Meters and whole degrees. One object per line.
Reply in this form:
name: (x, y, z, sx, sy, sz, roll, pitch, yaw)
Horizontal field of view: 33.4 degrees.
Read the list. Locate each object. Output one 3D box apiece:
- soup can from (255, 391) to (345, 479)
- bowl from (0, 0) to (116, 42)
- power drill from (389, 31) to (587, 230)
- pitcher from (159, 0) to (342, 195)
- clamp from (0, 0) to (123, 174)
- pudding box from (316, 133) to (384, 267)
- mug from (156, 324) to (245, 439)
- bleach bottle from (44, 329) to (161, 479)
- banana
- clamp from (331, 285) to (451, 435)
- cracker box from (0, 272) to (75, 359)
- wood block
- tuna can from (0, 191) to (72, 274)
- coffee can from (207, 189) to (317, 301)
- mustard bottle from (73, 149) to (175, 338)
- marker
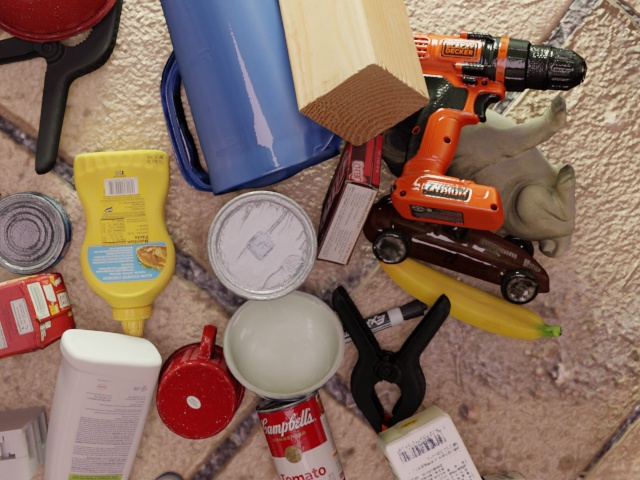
soup can: (-0.020, 0.211, 1.108, 0.068, 0.068, 0.102, -18, 95, -1)
bowl: (-0.276, -0.282, 1.056, 0.162, 0.055, 0.162, -1, 80, 4)
power drill: (0.148, -0.106, 1.003, 0.184, 0.057, 0.187, 7, 72, 15)
pitcher: (-0.088, -0.170, 1.061, 0.149, 0.145, 0.243, -19, 90, -13)
clamp: (-0.285, -0.195, 1.089, 0.164, 0.036, 0.210, 36, 88, 1)
pudding box: (0.029, -0.044, 1.060, 0.039, 0.090, 0.114, 15, 133, -5)
mug: (-0.122, 0.144, 1.093, 0.093, 0.081, 0.117, 13, 93, -3)
bleach bottle: (-0.240, 0.218, 1.083, 0.102, 0.068, 0.251, 10, 108, -28)
banana: (0.152, 0.059, 1.106, 0.198, 0.070, 0.037, 21, 66, 7)
clamp: (0.061, 0.123, 1.104, 0.120, 0.039, 0.171, 14, 109, 13)
cracker box: (-0.363, 0.093, 1.040, 0.213, 0.164, 0.072, -16, 92, -1)
wood block: (0.025, -0.207, 1.011, 0.090, 0.090, 0.206, -30, 55, 30)
tuna can: (-0.302, -0.008, 1.101, 0.086, 0.034, 0.086, 0, 93, -2)
coffee can: (-0.057, 0.001, 1.057, 0.103, 0.140, 0.103, 0, 93, -2)
mustard bottle: (-0.198, 0.005, 1.093, 0.096, 0.058, 0.191, -4, 93, -6)
marker: (0.055, 0.089, 1.127, 0.121, 0.020, 0.020, -20, 94, -1)
